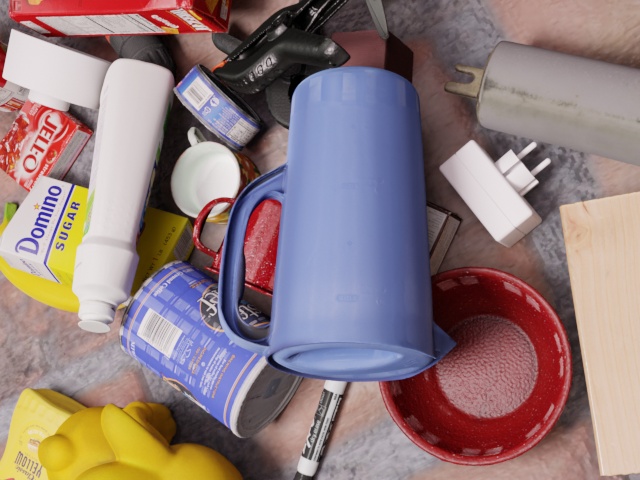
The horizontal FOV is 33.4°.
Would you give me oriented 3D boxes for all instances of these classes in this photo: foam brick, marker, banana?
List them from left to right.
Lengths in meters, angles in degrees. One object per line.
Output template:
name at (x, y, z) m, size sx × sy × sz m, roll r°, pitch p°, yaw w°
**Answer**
banana at (-0.267, 0.031, 1.071) m, size 0.198 × 0.037 × 0.069 m, roll 30°, pitch 95°, yaw 23°
marker at (-0.003, 0.177, 0.952) m, size 0.020 × 0.020 × 0.121 m, roll 19°, pitch 90°, yaw 23°
foam brick at (0.045, -0.151, 0.946) m, size 0.053 × 0.078 × 0.051 m, roll 2°, pitch 85°, yaw 22°

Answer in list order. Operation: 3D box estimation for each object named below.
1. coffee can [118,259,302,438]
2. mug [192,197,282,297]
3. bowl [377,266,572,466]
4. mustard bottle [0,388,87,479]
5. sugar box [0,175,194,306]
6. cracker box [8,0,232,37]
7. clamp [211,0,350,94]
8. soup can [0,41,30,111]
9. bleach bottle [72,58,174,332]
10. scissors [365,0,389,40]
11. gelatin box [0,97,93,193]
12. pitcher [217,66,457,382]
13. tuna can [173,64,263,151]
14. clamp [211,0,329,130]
coffee can at (-0.095, 0.095, 0.955) m, size 0.140 × 0.102 × 0.103 m, roll 32°, pitch 95°, yaw 23°
mug at (-0.056, 0.001, 0.954) m, size 0.117 × 0.093 × 0.081 m, roll 24°, pitch 86°, yaw -10°
bowl at (0.131, 0.104, 0.887) m, size 0.162 × 0.055 × 0.162 m, roll -3°, pitch 81°, yaw 22°
mustard bottle at (-0.281, 0.247, 1.035) m, size 0.096 × 0.058 × 0.191 m, roll 23°, pitch 92°, yaw 23°
sugar box at (-0.217, 0.002, 1.032) m, size 0.176 × 0.048 × 0.093 m, roll 16°, pitch 63°, yaw 19°
cracker box at (-0.183, -0.280, 1.000) m, size 0.214 × 0.072 × 0.164 m, roll 4°, pitch 84°, yaw 26°
clamp at (-0.024, -0.171, 0.912) m, size 0.210 × 0.036 × 0.164 m, roll -26°, pitch 32°, yaw 40°
soup can at (-0.346, -0.176, 1.096) m, size 0.069 × 0.102 × 0.068 m, roll -3°, pitch 81°, yaw 22°
bleach bottle at (-0.185, -0.036, 0.973) m, size 0.068 × 0.103 × 0.251 m, roll 11°, pitch 65°, yaw -12°
scissors at (0.023, -0.240, 0.962) m, size 0.096 × 0.016 × 0.201 m, roll -19°, pitch 51°, yaw 31°
gelatin box at (-0.288, -0.098, 1.101) m, size 0.073 × 0.030 × 0.089 m, roll 37°, pitch 97°, yaw 22°
pitcher at (0.016, -0.013, 0.859) m, size 0.145 × 0.149 × 0.243 m, roll -14°, pitch 65°, yaw 37°
tuna can at (-0.094, -0.125, 0.995) m, size 0.034 × 0.086 × 0.086 m, roll -47°, pitch 69°, yaw 9°
clamp at (-0.017, -0.169, 0.996) m, size 0.120 × 0.039 × 0.171 m, roll -40°, pitch 73°, yaw 17°
